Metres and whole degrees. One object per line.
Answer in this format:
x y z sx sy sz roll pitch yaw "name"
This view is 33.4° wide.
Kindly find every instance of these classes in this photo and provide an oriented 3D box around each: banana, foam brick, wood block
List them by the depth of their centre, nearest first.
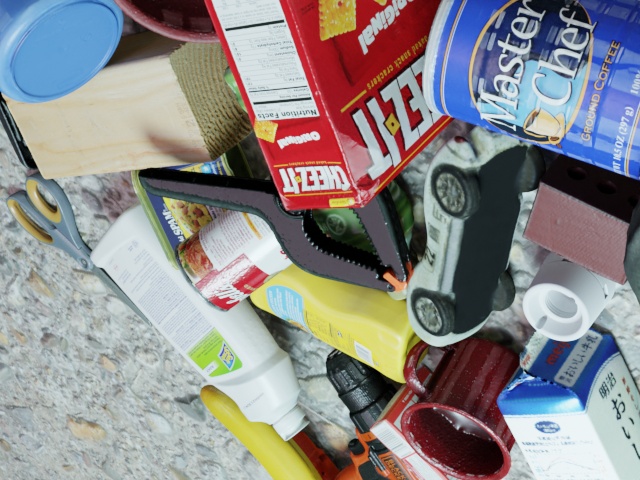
0.184 -0.017 0.714 0.078 0.052 0.051 27 135 18 "foam brick"
-0.151 -0.115 0.874 0.207 0.090 0.090 -2 120 40 "wood block"
-0.044 0.209 1.008 0.198 0.037 0.070 52 135 8 "banana"

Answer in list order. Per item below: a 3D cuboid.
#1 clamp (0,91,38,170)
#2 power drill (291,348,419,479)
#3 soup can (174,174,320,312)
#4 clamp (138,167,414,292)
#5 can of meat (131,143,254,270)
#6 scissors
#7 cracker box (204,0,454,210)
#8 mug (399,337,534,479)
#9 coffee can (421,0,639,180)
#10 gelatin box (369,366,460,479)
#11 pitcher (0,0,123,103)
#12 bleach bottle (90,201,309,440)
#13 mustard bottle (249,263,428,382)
-0.302 -0.147 1.008 0.171 0.039 0.120 46 134 8 "clamp"
0.027 0.197 1.005 0.184 0.057 0.188 55 139 -2 "power drill"
-0.056 0.001 0.846 0.102 0.068 0.068 -36 98 14 "soup can"
-0.012 -0.045 0.757 0.210 0.036 0.165 35 119 2 "clamp"
-0.099 -0.035 0.901 0.084 0.057 0.102 -16 115 14 "can of meat"
-0.242 0.003 1.096 0.202 0.016 0.096 35 137 10 "scissors"
0.013 -0.150 0.662 0.072 0.164 0.213 1 122 40 "cracker box"
0.114 0.125 0.852 0.117 0.081 0.093 42 143 -9 "mug"
0.146 -0.104 0.638 0.140 0.102 0.103 22 134 23 "coffee can"
0.096 0.165 0.913 0.089 0.073 0.030 45 139 -1 "gelatin box"
-0.255 -0.224 0.791 0.145 0.149 0.243 -48 69 15 "pitcher"
-0.103 0.080 0.984 0.251 0.068 0.103 51 138 4 "bleach bottle"
-0.001 0.050 0.906 0.192 0.058 0.096 25 159 22 "mustard bottle"
